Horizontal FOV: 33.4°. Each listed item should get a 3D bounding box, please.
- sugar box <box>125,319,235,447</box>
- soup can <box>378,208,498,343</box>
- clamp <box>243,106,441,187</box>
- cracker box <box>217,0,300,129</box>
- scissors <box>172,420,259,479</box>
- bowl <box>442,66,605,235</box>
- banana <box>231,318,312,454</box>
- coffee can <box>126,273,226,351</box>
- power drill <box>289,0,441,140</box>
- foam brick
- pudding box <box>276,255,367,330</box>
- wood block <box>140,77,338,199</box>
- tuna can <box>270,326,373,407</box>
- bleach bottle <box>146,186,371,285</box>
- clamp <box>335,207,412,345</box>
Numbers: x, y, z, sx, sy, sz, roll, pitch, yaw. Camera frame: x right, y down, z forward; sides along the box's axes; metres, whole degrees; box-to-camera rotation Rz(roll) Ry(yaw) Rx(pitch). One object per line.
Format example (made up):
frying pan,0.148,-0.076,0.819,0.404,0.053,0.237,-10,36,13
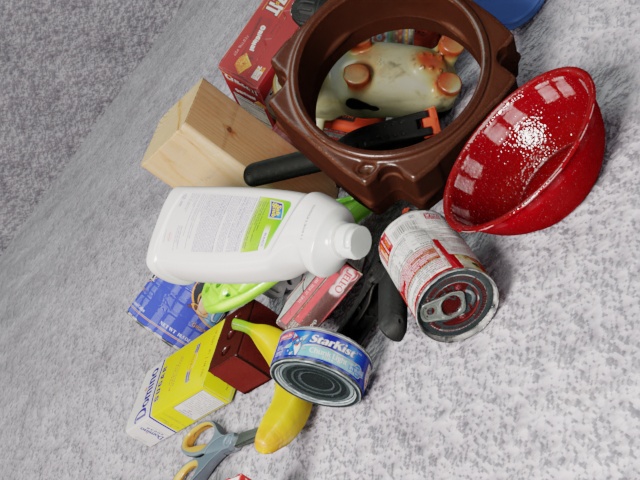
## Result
sugar box,-0.153,0.165,1.217,0.177,0.048,0.093,-32,30,42
soup can,0.093,0.026,0.861,0.068,0.068,0.102,-49,31,14
clamp,0.044,-0.093,1.135,0.210,0.164,0.036,-18,81,33
cracker box,-0.045,-0.233,1.405,0.164,0.072,0.213,-58,-16,-10
scissors,-0.099,0.219,1.064,0.202,0.016,0.096,-11,49,60
bowl,0.174,-0.060,0.859,0.162,0.055,0.162,-44,23,25
banana,-0.039,0.135,1.004,0.198,0.069,0.037,-112,17,-60
coffee can,-0.155,0.058,1.300,0.140,0.102,0.103,-56,21,-3
power drill,0.031,-0.199,1.236,0.057,0.184,0.187,73,-147,-63
foam brick,-0.075,0.111,1.124,0.053,0.051,0.078,-34,29,40
pudding box,0.003,0.047,1.035,0.090,0.039,0.113,-49,4,9
wood block,-0.087,-0.076,1.220,0.090,0.206,0.090,-37,27,37
tuna can,0.000,0.111,0.924,0.086,0.086,0.033,-27,36,50
bleach bottle,-0.057,0.001,1.005,0.251,0.068,0.102,5,74,45
clamp,0.064,0.038,0.959,0.120,0.039,0.171,-19,40,58
